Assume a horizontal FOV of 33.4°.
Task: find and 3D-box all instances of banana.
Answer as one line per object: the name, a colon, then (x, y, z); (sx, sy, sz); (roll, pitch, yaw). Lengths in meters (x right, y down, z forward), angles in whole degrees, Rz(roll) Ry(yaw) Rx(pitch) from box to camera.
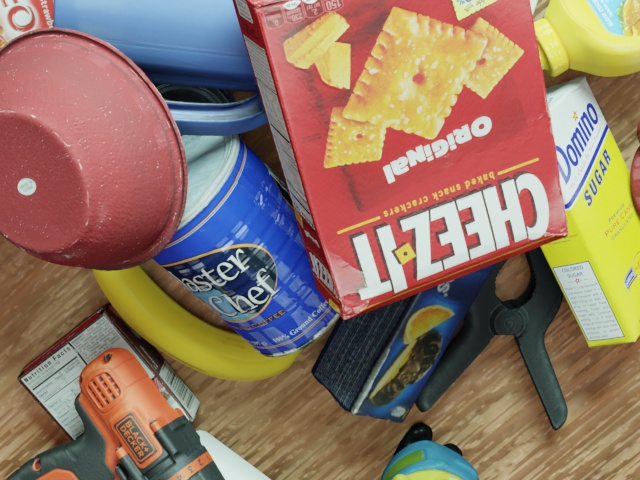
banana: (-0.099, 0.060, 0.820); (0.197, 0.037, 0.069); (25, 72, -11)

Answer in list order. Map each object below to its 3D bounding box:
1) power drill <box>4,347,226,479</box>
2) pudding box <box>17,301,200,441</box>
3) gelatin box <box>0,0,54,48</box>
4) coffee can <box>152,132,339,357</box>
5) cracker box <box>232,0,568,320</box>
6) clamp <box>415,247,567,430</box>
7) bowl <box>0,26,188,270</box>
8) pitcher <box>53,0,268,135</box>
power drill: (-0.160, 0.198, 0.783); (0.188, 0.057, 0.184); (-37, 82, 12)
pudding box: (-0.163, 0.117, 0.829); (0.090, 0.039, 0.113); (-36, 100, 9)
gelatin box: (-0.226, -0.174, 0.759); (0.073, 0.030, 0.089); (-14, 104, 1)
coffee can: (-0.055, 0.001, 0.746); (0.103, 0.103, 0.140); (-40, 121, 8)
cracker box: (0.054, -0.077, 0.661); (0.164, 0.072, 0.213); (-20, 115, -8)
clamp: (0.133, 0.065, 0.825); (0.120, 0.039, 0.171); (-1, 98, -6)
bowl: (-0.163, -0.044, 0.653); (0.162, 0.055, 0.162); (12, 118, 22)
pitcher: (-0.055, -0.151, 0.717); (0.242, 0.145, 0.149); (8, 109, -7)
